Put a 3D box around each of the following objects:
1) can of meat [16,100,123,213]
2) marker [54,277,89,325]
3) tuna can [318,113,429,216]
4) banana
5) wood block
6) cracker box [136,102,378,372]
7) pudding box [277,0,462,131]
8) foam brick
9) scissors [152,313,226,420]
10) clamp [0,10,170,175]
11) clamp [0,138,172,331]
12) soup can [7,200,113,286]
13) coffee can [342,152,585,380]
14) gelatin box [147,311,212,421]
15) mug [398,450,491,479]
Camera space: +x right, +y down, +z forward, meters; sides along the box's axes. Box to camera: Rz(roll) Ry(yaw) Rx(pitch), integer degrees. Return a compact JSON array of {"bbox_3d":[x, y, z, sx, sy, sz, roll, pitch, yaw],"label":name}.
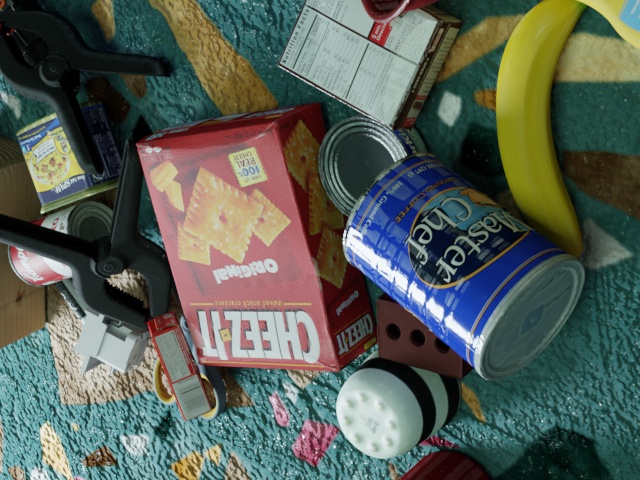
[{"bbox_3d":[-0.237,-0.080,1.019,0.102,0.057,0.084,-15,97,39],"label":"can of meat"},{"bbox_3d":[-0.255,0.064,1.117,0.121,0.020,0.020,54,131,6],"label":"marker"},{"bbox_3d":[0.043,-0.058,0.831,0.086,0.033,0.086,15,117,32],"label":"tuna can"},{"bbox_3d":[0.154,-0.081,0.735,0.070,0.037,0.198,15,117,32],"label":"banana"},{"bbox_3d":[-0.351,0.003,1.117,0.090,0.090,0.206,22,120,28],"label":"wood block"},{"bbox_3d":[-0.056,0.001,0.906,0.164,0.072,0.214,-2,108,38],"label":"cracker box"},{"bbox_3d":[0.034,-0.145,0.786,0.114,0.039,0.090,34,111,24],"label":"pudding box"},{"bbox_3d":[0.089,0.067,0.837,0.078,0.051,0.053,12,115,33],"label":"foam brick"},{"bbox_3d":[-0.112,0.096,1.025,0.096,0.016,0.202,38,127,17],"label":"scissors"},{"bbox_3d":[-0.232,-0.141,0.953,0.171,0.039,0.120,28,92,7],"label":"clamp"},{"bbox_3d":[-0.208,0.014,0.986,0.164,0.036,0.210,-18,130,2],"label":"clamp"},{"bbox_3d":[-0.252,0.004,1.058,0.102,0.068,0.068,-15,99,39],"label":"soup can"},{"bbox_3d":[0.100,0.016,0.756,0.140,0.102,0.103,41,129,32],"label":"coffee can"},{"bbox_3d":[-0.130,0.115,0.991,0.073,0.030,0.089,-156,45,-78],"label":"gelatin box"},{"bbox_3d":[0.102,0.236,0.879,0.093,0.081,0.117,-40,83,40],"label":"mug"}]
